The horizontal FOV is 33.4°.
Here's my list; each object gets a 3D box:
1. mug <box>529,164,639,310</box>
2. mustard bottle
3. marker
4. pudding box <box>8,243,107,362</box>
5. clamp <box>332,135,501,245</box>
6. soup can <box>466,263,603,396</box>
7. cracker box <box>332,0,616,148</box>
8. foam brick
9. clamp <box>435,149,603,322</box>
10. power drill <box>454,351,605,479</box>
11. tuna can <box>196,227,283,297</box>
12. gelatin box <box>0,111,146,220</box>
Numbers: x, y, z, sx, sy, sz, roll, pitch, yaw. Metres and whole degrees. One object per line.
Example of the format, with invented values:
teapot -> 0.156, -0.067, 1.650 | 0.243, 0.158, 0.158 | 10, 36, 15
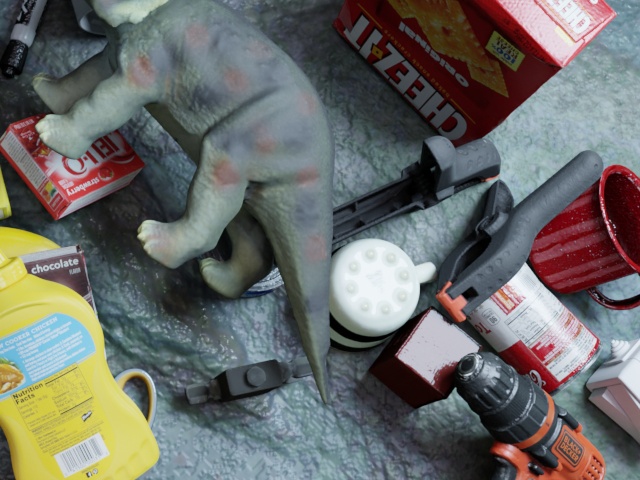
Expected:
mug -> 0.227, 0.005, 0.873 | 0.117, 0.082, 0.093 | 58, 42, -9
mustard bottle -> -0.190, 0.086, 0.724 | 0.096, 0.058, 0.191 | -26, 105, -12
marker -> -0.229, -0.184, 0.849 | 0.020, 0.020, 0.121 | 18, 73, -9
pudding box -> -0.217, 0.058, 0.765 | 0.113, 0.039, 0.090 | -13, 106, -14
clamp -> 0.087, -0.048, 0.827 | 0.209, 0.165, 0.036 | -20, 81, -45
soup can -> 0.168, 0.068, 0.861 | 0.068, 0.069, 0.102 | -42, 89, -19
cracker box -> 0.106, -0.171, 0.826 | 0.164, 0.214, 0.072 | 46, 72, 0
foam brick -> 0.080, 0.092, 0.829 | 0.051, 0.078, 0.053 | 38, 70, -1
clamp -> 0.139, -0.004, 0.842 | 0.171, 0.120, 0.039 | -44, 98, -22
power drill -> 0.126, 0.195, 0.793 | 0.184, 0.057, 0.187 | 42, 73, -33
tuna can -> -0.056, 0.001, 0.840 | 0.086, 0.034, 0.086 | 3, 76, -13
gelatin box -> -0.186, -0.065, 0.806 | 0.073, 0.030, 0.089 | 51, 39, 3
